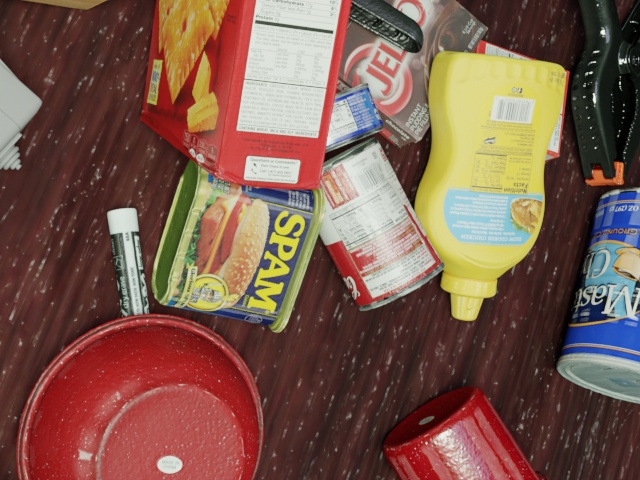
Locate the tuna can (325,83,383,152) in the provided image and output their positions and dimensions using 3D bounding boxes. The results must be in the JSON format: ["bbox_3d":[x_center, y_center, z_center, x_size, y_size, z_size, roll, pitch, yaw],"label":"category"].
[{"bbox_3d":[-0.002,-0.075,0.721,0.086,0.086,0.034,-24,95,-26],"label":"tuna can"}]

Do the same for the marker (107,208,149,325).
[{"bbox_3d":[-0.120,0.040,0.685,0.020,0.020,0.121,-7,85,-26],"label":"marker"}]

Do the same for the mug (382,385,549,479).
[{"bbox_3d":[0.101,0.150,0.744,0.081,0.093,0.117,57,33,-3],"label":"mug"}]

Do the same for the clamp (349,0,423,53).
[{"bbox_3d":[-0.005,-0.179,0.739,0.120,0.039,0.171,-16,79,-16],"label":"clamp"}]

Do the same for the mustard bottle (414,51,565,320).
[{"bbox_3d":[0.117,-0.036,0.770,0.096,0.058,0.192,2,101,-23],"label":"mustard bottle"}]

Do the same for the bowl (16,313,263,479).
[{"bbox_3d":[-0.098,0.127,0.648,0.161,0.055,0.162,-2,94,-26],"label":"bowl"}]

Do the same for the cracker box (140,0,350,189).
[{"bbox_3d":[-0.045,-0.153,0.628,0.072,0.164,0.214,2,108,-25],"label":"cracker box"}]

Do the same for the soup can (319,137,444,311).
[{"bbox_3d":[0.033,-0.012,0.738,0.068,0.069,0.102,-31,96,-26],"label":"soup can"}]

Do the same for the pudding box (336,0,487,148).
[{"bbox_3d":[0.058,-0.139,0.784,0.090,0.039,0.113,37,69,-16],"label":"pudding box"}]

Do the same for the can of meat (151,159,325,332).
[{"bbox_3d":[-0.054,0.001,0.686,0.083,0.057,0.102,13,107,-21],"label":"can of meat"}]
